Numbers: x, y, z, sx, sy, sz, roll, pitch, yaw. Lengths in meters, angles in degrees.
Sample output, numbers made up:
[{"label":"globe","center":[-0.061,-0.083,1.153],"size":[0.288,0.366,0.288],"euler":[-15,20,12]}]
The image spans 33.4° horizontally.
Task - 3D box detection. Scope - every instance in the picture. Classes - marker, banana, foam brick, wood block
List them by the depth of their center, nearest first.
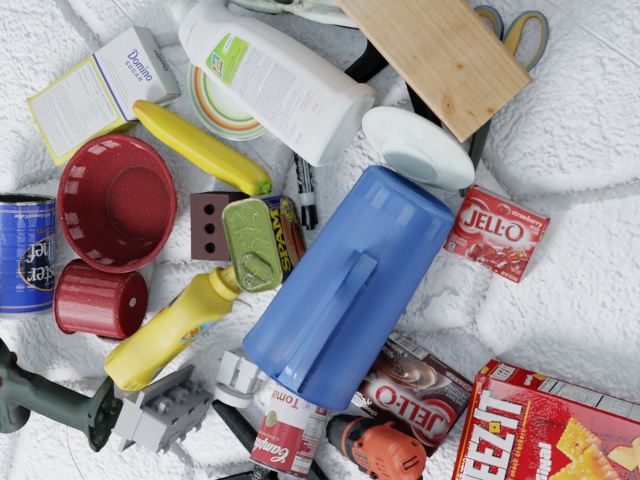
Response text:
[{"label":"wood block","center":[0.098,-0.203,1.028],"size":[0.090,0.091,0.206],"euler":[-42,95,7]},{"label":"marker","center":[-0.018,-0.071,1.186],"size":[0.020,0.020,0.121],"euler":[-5,95,23]},{"label":"banana","center":[-0.124,-0.101,1.202],"size":[0.198,0.069,0.037],"euler":[31,76,17]},{"label":"foam brick","center":[-0.115,-0.017,1.216],"size":[0.053,0.051,0.078],"euler":[2,98,23]}]

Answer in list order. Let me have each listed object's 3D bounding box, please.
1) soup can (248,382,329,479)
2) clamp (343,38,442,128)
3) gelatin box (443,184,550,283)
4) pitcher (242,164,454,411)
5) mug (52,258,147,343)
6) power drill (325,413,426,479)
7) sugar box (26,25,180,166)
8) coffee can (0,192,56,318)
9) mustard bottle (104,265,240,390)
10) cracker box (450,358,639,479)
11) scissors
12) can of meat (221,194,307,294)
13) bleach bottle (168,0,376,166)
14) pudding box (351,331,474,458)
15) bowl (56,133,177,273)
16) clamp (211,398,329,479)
[{"label":"soup can","center":[-0.031,0.205,1.186],"size":[0.069,0.068,0.102],"euler":[17,83,20]},{"label":"clamp","center":[0.073,-0.197,1.122],"size":[0.165,0.036,0.210],"euler":[15,102,24]},{"label":"gelatin box","center":[0.182,-0.007,1.103],"size":[0.089,0.030,0.073],"euler":[27,106,18]},{"label":"pitcher","center":[0.032,0.048,1.105],"size":[0.243,0.144,0.149],"euler":[-58,40,11]},{"label":"mug","center":[-0.257,0.081,1.278],"size":[0.082,0.093,0.117],"euler":[7,130,17]},{"label":"power drill","center":[0.078,0.276,1.139],"size":[0.057,0.185,0.187],"euler":[-28,101,-18]},{"label":"sugar box","center":[-0.257,-0.169,1.262],"size":[0.176,0.048,0.093],"euler":[-28,86,20]},{"label":"coffee can","center":[-0.376,0.017,1.304],"size":[0.103,0.102,0.140],"euler":[6,99,22]},{"label":"mustard bottle","center":[-0.158,0.092,1.223],"size":[0.192,0.096,0.058],"euler":[-41,84,16]},{"label":"cracker box","center":[0.248,0.233,1.084],"size":[0.214,0.072,0.164],"euler":[16,102,21]},{"label":"scissors","center":[0.160,-0.153,1.100],"size":[0.096,0.016,0.202],"euler":[34,108,12]},{"label":"can of meat","center":[-0.058,0.002,1.177],"size":[0.058,0.083,0.102],"euler":[-12,92,24]},{"label":"bleach bottle","center":[-0.064,-0.190,1.139],"size":[0.251,0.068,0.103],"euler":[41,118,18]},{"label":"pudding box","center":[0.100,0.166,1.156],"size":[0.113,0.039,0.090],"euler":[35,109,16]},{"label":"bowl","center":[-0.228,-0.044,1.255],"size":[0.162,0.055,0.162],"euler":[1,93,22]},{"label":"clamp","center":[-0.067,0.253,1.239],"size":[0.171,0.039,0.120],"euler":[7,99,14]}]
